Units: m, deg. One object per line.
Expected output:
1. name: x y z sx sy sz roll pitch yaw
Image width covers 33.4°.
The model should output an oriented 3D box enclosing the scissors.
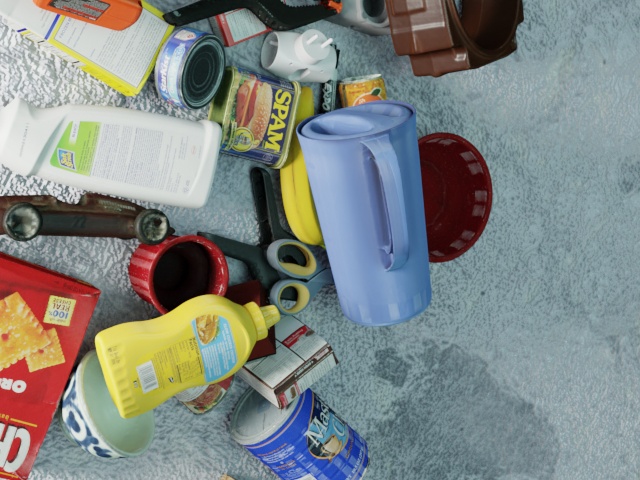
1. scissors: 0.005 0.059 1.266 0.201 0.016 0.096 29 70 -43

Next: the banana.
1. banana: -0.022 -0.079 1.238 0.069 0.037 0.198 -19 103 -66

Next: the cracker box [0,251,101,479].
1. cracker box: -0.339 0.119 1.074 0.164 0.072 0.213 23 86 -30

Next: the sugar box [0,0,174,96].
1. sugar box: -0.246 -0.231 1.097 0.176 0.048 0.093 30 80 -26

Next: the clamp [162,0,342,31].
1. clamp: -0.071 -0.277 1.160 0.209 0.036 0.164 23 82 -32

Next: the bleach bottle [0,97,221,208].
1. bleach bottle: -0.233 -0.102 1.112 0.250 0.068 0.102 12 88 -28

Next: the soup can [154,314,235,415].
1. soup can: -0.153 0.138 1.186 0.102 0.069 0.068 45 74 -26

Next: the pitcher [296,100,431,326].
1. pitcher: 0.061 -0.026 1.202 0.149 0.145 0.243 -42 127 -52

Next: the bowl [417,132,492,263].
1. bowl: 0.136 -0.055 1.334 0.161 0.055 0.162 -4 99 -29

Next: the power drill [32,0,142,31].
1. power drill: -0.217 -0.306 1.063 0.184 0.057 0.187 10 65 -33

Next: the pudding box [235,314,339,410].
1. pudding box: -0.049 0.130 1.218 0.090 0.114 0.039 -38 131 -20

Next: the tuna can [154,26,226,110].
1. tuna can: -0.138 -0.184 1.147 0.086 0.034 0.086 -45 146 -42

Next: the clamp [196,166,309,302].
1. clamp: -0.058 0.002 1.240 0.171 0.039 0.120 46 70 -33

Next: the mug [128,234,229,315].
1. mug: -0.152 0.045 1.166 0.093 0.082 0.117 -44 115 -18

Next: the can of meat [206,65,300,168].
1. can of meat: -0.078 -0.139 1.200 0.083 0.058 0.102 12 90 -28

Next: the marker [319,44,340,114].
1. marker: 0.009 -0.172 1.267 0.020 0.020 0.121 2 96 -30

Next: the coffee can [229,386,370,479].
1. coffee can: -0.023 0.233 1.253 0.140 0.103 0.102 47 73 -26

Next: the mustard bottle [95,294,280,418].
1. mustard bottle: -0.131 0.108 1.110 0.191 0.058 0.096 -20 118 -19

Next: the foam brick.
1. foam brick: -0.083 0.091 1.202 0.051 0.078 0.053 -18 129 9

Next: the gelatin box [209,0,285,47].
1. gelatin box: -0.084 -0.265 1.195 0.089 0.030 0.073 -27 108 -25
